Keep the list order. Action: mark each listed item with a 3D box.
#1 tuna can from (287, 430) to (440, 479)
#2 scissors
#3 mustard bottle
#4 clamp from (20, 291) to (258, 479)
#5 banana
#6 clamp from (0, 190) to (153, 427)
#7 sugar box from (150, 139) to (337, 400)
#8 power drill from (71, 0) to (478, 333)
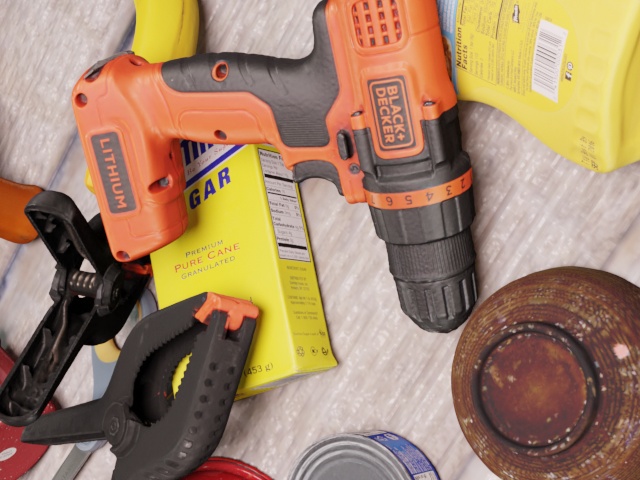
[{"bbox_3d":[0.023,0.143,0.563,0.086,0.033,0.086,-3,85,34],"label":"tuna can"},{"bbox_3d":[-0.151,0.106,0.695,0.202,0.016,0.096,-39,65,26],"label":"scissors"},{"bbox_3d":[0.082,-0.111,0.513,0.192,0.058,0.096,35,136,42],"label":"mustard bottle"},{"bbox_3d":[-0.098,0.115,0.586,0.210,0.036,0.165,-47,47,28],"label":"clamp"},{"bbox_3d":[-0.103,-0.111,0.634,0.070,0.037,0.198,-30,44,28],"label":"banana"},{"bbox_3d":[-0.129,0.017,0.589,0.039,0.171,0.120,18,109,3],"label":"clamp"},{"bbox_3d":[-0.054,0.001,0.619,0.093,0.048,0.176,-21,76,31],"label":"sugar box"},{"bbox_3d":[-0.019,-0.035,0.531,0.188,0.057,0.184,-6,108,18],"label":"power drill"}]
